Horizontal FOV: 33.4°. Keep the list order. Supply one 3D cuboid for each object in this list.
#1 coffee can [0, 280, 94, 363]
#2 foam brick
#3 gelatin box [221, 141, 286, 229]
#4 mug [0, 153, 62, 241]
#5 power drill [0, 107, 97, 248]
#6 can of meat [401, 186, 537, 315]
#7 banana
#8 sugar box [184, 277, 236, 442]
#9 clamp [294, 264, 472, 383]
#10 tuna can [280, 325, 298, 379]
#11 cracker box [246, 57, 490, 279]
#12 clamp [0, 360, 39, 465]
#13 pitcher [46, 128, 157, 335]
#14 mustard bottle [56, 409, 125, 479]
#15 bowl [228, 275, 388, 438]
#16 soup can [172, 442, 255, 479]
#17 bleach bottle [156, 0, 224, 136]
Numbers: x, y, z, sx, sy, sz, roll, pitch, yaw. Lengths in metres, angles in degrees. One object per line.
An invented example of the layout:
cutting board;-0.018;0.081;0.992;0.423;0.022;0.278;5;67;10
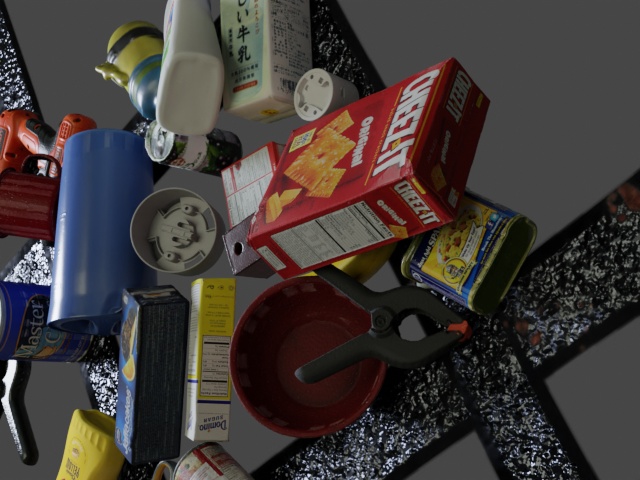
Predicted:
coffee can;-0.378;0.105;1.379;0.103;0.140;0.103;-8;78;42
foam brick;-0.058;0.001;1.161;0.078;0.051;0.053;-34;62;34
gelatin box;-0.068;-0.059;1.195;0.089;0.030;0.073;-26;68;37
mug;-0.364;-0.055;1.372;0.081;0.093;0.117;8;78;7
power drill;-0.387;-0.098;1.479;0.188;0.057;0.184;23;99;40
can of meat;0.136;0.008;0.972;0.084;0.057;0.102;30;93;39
banana;0.022;0.024;1.098;0.198;0.037;0.069;-43;40;28
sugar box;-0.122;0.131;1.180;0.093;0.048;0.176;156;115;-76
clamp;0.054;0.090;1.013;0.172;0.039;0.120;11;84;23
tuna can;-0.052;0.118;1.149;0.086;0.033;0.086;-8;78;42
cracker box;0.043;-0.067;1.017;0.214;0.072;0.164;-21;36;40
clamp;-0.447;0.216;1.496;0.165;0.036;0.210;-17;70;39
pitcher;-0.269;-0.005;1.311;0.149;0.145;0.243;-3;75;7
mustard bottle;-0.296;0.314;1.327;0.096;0.058;0.192;24;100;46
bowl;-0.007;0.119;1.069;0.162;0.055;0.162;-4;73;12
soup can;-0.103;0.273;1.150;0.102;0.068;0.068;35;107;39
bleach bottle;-0.153;-0.222;1.228;0.251;0.068;0.103;-104;25;-56
